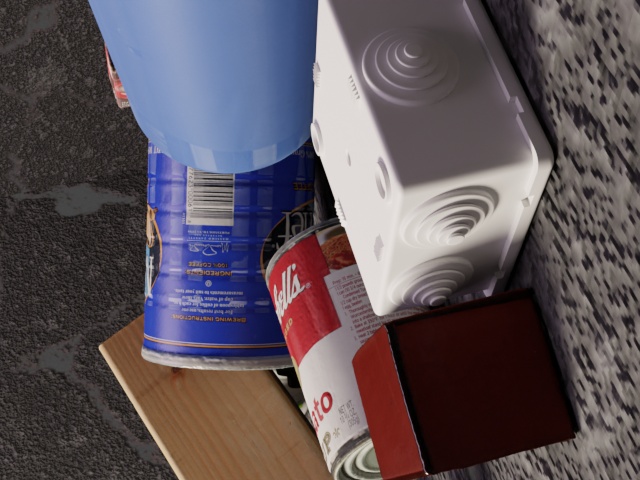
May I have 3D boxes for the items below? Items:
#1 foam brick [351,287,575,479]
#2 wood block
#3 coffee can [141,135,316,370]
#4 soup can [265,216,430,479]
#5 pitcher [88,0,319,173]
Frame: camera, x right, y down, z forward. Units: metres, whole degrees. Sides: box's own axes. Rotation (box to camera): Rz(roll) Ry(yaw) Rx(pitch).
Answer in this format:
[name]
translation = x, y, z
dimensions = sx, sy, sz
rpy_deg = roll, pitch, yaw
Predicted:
[foam brick]
translation = 0.046, 0.054, 0.375
dimensions = 0.078, 0.053, 0.051
rpy_deg = 111, 145, -74
[wood block]
translation = -0.055, 0.137, 0.738
dimensions = 0.206, 0.091, 0.090
rpy_deg = 52, 175, 28
[coffee can]
translation = -0.054, 0.001, 0.641
dimensions = 0.103, 0.102, 0.140
rpy_deg = -168, 79, -80
[soup can]
translation = 0.022, 0.049, 0.466
dimensions = 0.068, 0.068, 0.102
rpy_deg = 90, 163, -55
[pitcher]
translation = -0.056, -0.137, 0.475
dimensions = 0.243, 0.145, 0.149
rpy_deg = 91, 172, -65
